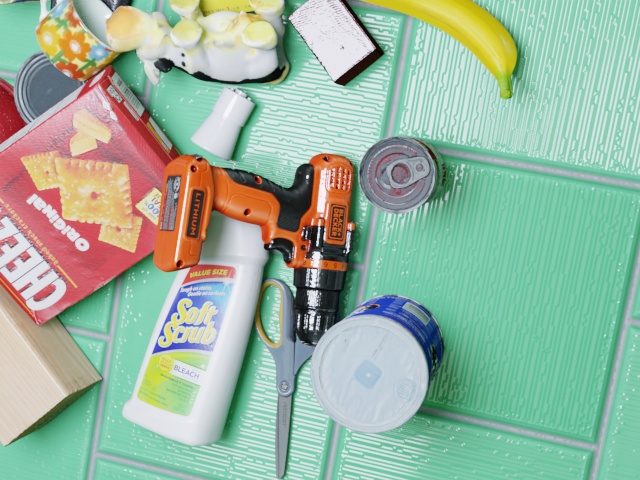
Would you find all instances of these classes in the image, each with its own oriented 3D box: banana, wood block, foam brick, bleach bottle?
[{"bbox_3d":[0.106,-0.206,0.976,0.198,0.069,0.037,33,136,6],"label":"banana"},{"bbox_3d":[-0.331,0.093,1.087,0.091,0.090,0.206,-39,85,13],"label":"wood block"},{"bbox_3d":[0.014,-0.192,1.003,0.051,0.053,0.078,-36,86,13],"label":"foam brick"},{"bbox_3d":[-0.114,0.067,1.050,0.103,0.068,0.251,17,94,26],"label":"bleach bottle"}]

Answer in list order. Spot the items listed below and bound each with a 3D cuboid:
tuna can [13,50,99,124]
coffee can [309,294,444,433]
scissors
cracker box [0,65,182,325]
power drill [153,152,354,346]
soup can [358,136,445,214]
[{"bbox_3d":[-0.263,-0.149,1.078,0.086,0.033,0.086,1,95,13],"label":"tuna can"},{"bbox_3d":[0.055,0.109,0.975,0.103,0.140,0.103,1,95,12],"label":"coffee can"},{"bbox_3d":[-0.017,0.134,1.057,0.096,0.016,0.202,-10,93,14],"label":"scissors"},{"bbox_3d":[-0.240,-0.040,1.039,0.214,0.072,0.164,-33,109,12],"label":"cracker box"},{"bbox_3d":[-0.056,0.001,0.983,0.187,0.057,0.184,8,85,-31],"label":"power drill"},{"bbox_3d":[0.077,-0.061,0.975,0.068,0.102,0.068,1,95,12],"label":"soup can"}]
